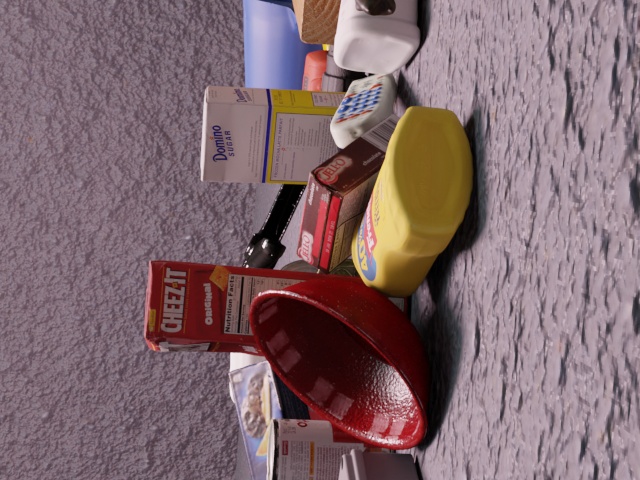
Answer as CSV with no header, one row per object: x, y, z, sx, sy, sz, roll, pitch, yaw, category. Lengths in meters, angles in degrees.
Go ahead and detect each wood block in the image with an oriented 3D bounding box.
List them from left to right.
0.021,-0.272,1.102,0.206,0.090,0.090,-101,16,-63,wood block

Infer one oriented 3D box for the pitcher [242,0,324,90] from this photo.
-0.050,-0.244,1.525,0.149,0.145,0.243,-40,-40,-54,pitcher

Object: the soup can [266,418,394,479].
0.007,0.188,0.914,0.068,0.102,0.068,-177,90,-84,soup can

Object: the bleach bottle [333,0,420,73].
0.057,-0.281,0.941,0.103,0.068,0.251,134,141,-77,bleach bottle

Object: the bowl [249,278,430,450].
0.025,0.081,0.795,0.055,0.162,0.162,-46,-15,-29,bowl

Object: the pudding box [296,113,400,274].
0.032,-0.037,0.857,0.113,0.039,0.090,-36,-29,-37,pudding box

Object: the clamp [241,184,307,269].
-0.058,0.001,1.170,0.210,0.036,0.164,122,171,-52,clamp

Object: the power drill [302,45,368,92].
0.015,-0.166,1.219,0.187,0.057,0.184,-106,21,-70,power drill

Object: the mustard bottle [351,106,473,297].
0.060,-0.012,0.777,0.192,0.058,0.096,109,164,-66,mustard bottle

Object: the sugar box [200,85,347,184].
-0.031,-0.104,1.077,0.048,0.176,0.093,-96,12,-55,sugar box

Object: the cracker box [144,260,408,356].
-0.044,0.069,0.932,0.164,0.213,0.072,128,146,-78,cracker box
